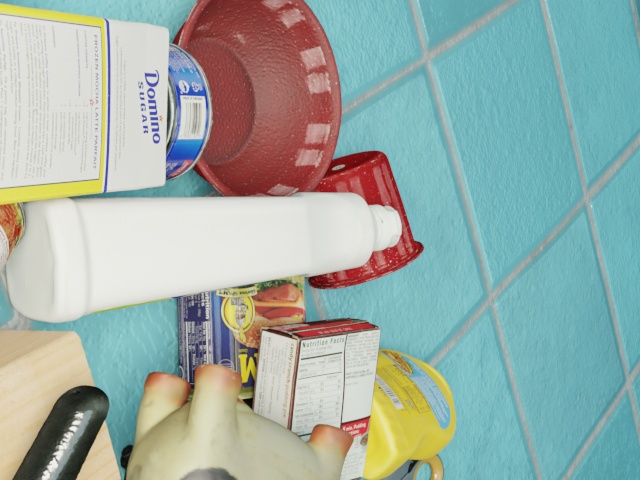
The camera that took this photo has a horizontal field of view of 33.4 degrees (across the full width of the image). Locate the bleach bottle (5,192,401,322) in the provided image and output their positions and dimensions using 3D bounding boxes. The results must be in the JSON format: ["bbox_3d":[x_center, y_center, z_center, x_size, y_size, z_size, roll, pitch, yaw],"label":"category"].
[{"bbox_3d":[-0.054,0.001,0.645,0.250,0.103,0.068,-6,92,-32],"label":"bleach bottle"}]

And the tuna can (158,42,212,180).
[{"bbox_3d":[-0.108,-0.078,0.646,0.033,0.086,0.086,-8,95,-54],"label":"tuna can"}]

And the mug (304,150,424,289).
[{"bbox_3d":[0.013,-0.014,0.803,0.117,0.093,0.081,-26,104,-28],"label":"mug"}]

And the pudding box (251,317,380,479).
[{"bbox_3d":[-0.005,0.111,0.715,0.089,0.039,0.113,-1,98,-50],"label":"pudding box"}]

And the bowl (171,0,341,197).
[{"bbox_3d":[-0.056,-0.099,0.735,0.161,0.055,0.162,2,88,-49],"label":"bowl"}]

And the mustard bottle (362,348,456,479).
[{"bbox_3d":[0.059,0.130,0.846,0.096,0.058,0.191,49,19,20],"label":"mustard bottle"}]

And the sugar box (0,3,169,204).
[{"bbox_3d":[-0.138,-0.068,0.536,0.176,0.048,0.093,-16,110,-70],"label":"sugar box"}]

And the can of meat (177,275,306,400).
[{"bbox_3d":[-0.053,0.064,0.735,0.101,0.058,0.084,2,85,-51],"label":"can of meat"}]
